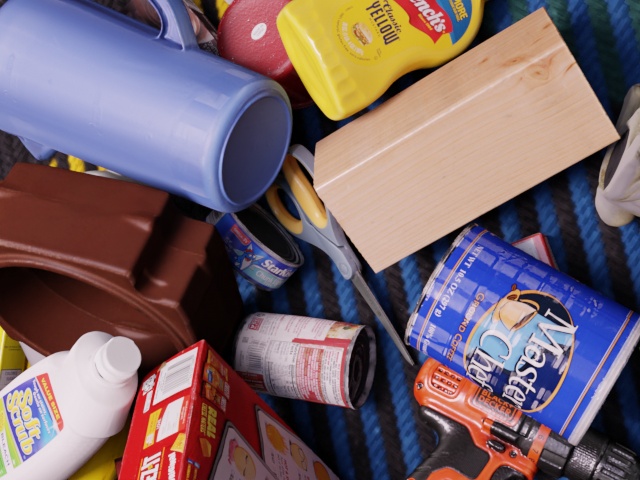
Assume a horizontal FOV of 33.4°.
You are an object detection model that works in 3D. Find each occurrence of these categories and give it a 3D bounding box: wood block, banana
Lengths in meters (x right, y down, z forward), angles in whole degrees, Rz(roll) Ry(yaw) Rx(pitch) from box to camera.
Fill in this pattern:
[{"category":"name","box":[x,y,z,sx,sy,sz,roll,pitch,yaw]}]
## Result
[{"category":"wood block","box":[0.105,-0.075,0.808,0.206,0.090,0.090,-30,114,16]},{"category":"banana","box":[-0.218,0.216,0.959,0.070,0.037,0.198,33,96,44]}]

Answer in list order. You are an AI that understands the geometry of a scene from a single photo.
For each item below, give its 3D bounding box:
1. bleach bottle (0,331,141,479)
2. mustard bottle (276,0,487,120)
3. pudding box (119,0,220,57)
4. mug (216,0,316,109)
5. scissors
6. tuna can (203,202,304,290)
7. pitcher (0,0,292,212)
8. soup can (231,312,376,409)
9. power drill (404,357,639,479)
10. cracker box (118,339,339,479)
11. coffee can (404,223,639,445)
[{"category":"bleach bottle","box":[-0.209,0.132,0.859,0.251,0.067,0.102,-41,55,46]},{"category":"mustard bottle","box":[0.068,-0.176,0.831,0.191,0.058,0.096,-30,92,-17]},{"category":"pudding box","box":[-0.135,-0.166,0.948,0.090,0.039,0.113,-42,73,15]},{"category":"mug","box":[-0.024,-0.158,0.882,0.117,0.081,0.093,20,93,21]},{"category":"scissors","box":[0.010,0.016,0.887,0.096,0.016,0.202,-8,110,57]},{"category":"tuna can","box":[-0.056,0.001,0.882,0.034,0.086,0.086,-46,73,14]},{"category":"pitcher","box":[-0.145,-0.121,0.849,0.243,0.149,0.145,23,69,26]},{"category":"soup can","box":[-0.013,0.097,0.869,0.102,0.068,0.068,5,88,21]},{"category":"power drill","box":[0.123,0.195,0.787,0.185,0.057,0.187,25,70,22]},{"category":"cracker box","box":[-0.052,0.203,0.775,0.072,0.164,0.213,-30,118,18]},{"category":"coffee can","box":[0.146,0.065,0.760,0.140,0.102,0.103,30,97,17]}]
